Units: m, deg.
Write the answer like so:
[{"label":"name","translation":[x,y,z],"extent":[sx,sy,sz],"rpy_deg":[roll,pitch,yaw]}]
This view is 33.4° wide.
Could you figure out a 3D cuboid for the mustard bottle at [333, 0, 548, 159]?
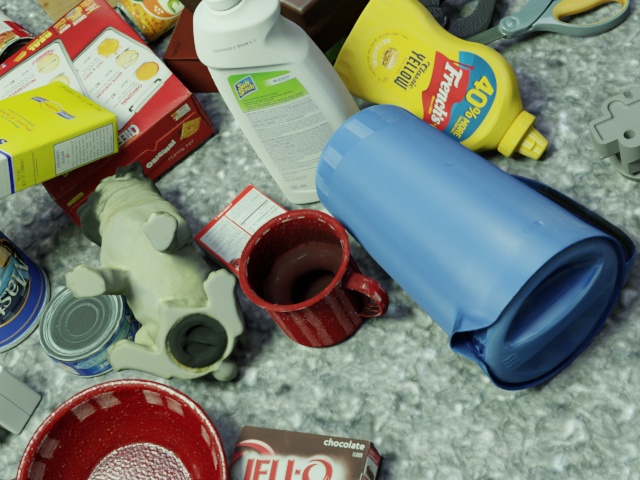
[{"label":"mustard bottle","translation":[0.110,-0.128,0.913],"extent":[0.192,0.058,0.096],"rpy_deg":[35,110,9]}]

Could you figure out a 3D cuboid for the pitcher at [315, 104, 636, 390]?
[{"label":"pitcher","translation":[0.112,-0.010,0.828],"extent":[0.145,0.149,0.243],"rpy_deg":[-52,50,7]}]

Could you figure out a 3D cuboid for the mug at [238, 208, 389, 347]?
[{"label":"mug","translation":[0.002,0.037,0.860],"extent":[0.117,0.081,0.093],"rpy_deg":[10,63,27]}]

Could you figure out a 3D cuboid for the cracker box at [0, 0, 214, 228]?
[{"label":"cracker box","translation":[-0.229,-0.133,1.070],"extent":[0.164,0.072,0.214],"rpy_deg":[-39,54,-4]}]

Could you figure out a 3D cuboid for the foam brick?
[{"label":"foam brick","translation":[-0.116,-0.196,1.077],"extent":[0.053,0.051,0.078],"rpy_deg":[4,60,25]}]

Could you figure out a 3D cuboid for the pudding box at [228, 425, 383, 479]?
[{"label":"pudding box","translation":[-0.018,0.190,0.794],"extent":[0.114,0.039,0.090],"rpy_deg":[3,60,24]}]

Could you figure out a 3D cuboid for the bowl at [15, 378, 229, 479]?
[{"label":"bowl","translation":[-0.145,0.189,0.806],"extent":[0.162,0.055,0.162],"rpy_deg":[-2,64,5]}]

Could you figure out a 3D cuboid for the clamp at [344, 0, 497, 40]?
[{"label":"clamp","translation":[0.091,-0.201,0.985],"extent":[0.120,0.039,0.171],"rpy_deg":[45,76,0]}]

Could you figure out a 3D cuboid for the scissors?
[{"label":"scissors","translation":[0.176,-0.210,0.968],"extent":[0.202,0.016,0.096],"rpy_deg":[-9,61,4]}]

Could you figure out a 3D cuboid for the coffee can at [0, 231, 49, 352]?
[{"label":"coffee can","translation":[-0.324,0.027,0.960],"extent":[0.103,0.140,0.103],"rpy_deg":[-11,55,15]}]

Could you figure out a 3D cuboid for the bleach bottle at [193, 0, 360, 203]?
[{"label":"bleach bottle","translation":[-0.028,-0.128,0.872],"extent":[0.103,0.250,0.068],"rpy_deg":[-17,54,11]}]

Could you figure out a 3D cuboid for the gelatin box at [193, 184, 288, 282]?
[{"label":"gelatin box","translation":[-0.056,0.001,0.939],"extent":[0.073,0.030,0.089],"rpy_deg":[-45,53,-12]}]

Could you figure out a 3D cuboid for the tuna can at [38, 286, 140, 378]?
[{"label":"tuna can","translation":[-0.205,0.076,0.947],"extent":[0.086,0.033,0.086],"rpy_deg":[-10,56,15]}]

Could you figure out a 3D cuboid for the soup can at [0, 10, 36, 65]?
[{"label":"soup can","translation":[-0.349,-0.210,1.170],"extent":[0.068,0.068,0.102],"rpy_deg":[-45,53,-10]}]

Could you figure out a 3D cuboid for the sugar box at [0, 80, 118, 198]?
[{"label":"sugar box","translation":[-0.275,-0.084,0.934],"extent":[0.093,0.048,0.175],"rpy_deg":[30,40,32]}]
